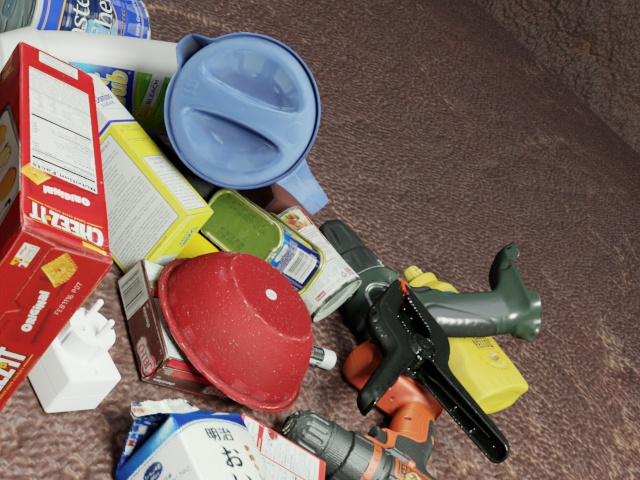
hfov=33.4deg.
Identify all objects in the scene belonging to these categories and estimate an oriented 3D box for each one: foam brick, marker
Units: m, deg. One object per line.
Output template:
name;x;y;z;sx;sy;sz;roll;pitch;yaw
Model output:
foam brick;-0.050;-0.042;1.167;0.051;0.053;0.078;26;31;-31
marker;-0.036;0.098;1.006;0.120;0.020;0.020;23;32;-35

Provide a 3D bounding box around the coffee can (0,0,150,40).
coffee can;-0.259;-0.220;1.084;0.140;0.103;0.103;10;41;-49

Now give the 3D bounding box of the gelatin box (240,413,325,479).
gelatin box;-0.040;0.189;0.847;0.089;0.030;0.073;34;28;-17

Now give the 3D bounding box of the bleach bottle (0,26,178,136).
bleach bottle;-0.231;-0.153;1.040;0.250;0.103;0.068;-1;43;-40

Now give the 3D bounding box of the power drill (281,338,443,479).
power drill;0.051;0.172;0.976;0.184;0.057;0.187;37;28;-13

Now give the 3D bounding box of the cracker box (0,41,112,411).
cracker box;-0.217;-0.011;0.747;0.072;0.164;0.214;23;32;-32

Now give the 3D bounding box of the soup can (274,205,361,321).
soup can;-0.015;0.024;1.095;0.102;0.069;0.068;49;26;13

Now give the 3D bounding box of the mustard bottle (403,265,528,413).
mustard bottle;0.152;0.106;1.217;0.096;0.058;0.192;0;48;-47

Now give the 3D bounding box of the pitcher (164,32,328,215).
pitcher;-0.061;-0.101;1.015;0.145;0.149;0.243;4;0;0

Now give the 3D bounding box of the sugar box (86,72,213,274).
sugar box;-0.184;-0.057;0.949;0.176;0.093;0.048;50;26;15

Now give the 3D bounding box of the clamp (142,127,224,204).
clamp;-0.146;-0.063;1.053;0.171;0.039;0.120;41;-10;-38

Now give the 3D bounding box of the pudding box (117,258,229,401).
pudding box;-0.116;0.076;0.903;0.089;0.039;0.113;23;34;-41

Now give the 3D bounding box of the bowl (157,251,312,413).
bowl;-0.058;0.063;0.900;0.162;0.055;0.162;39;23;-21

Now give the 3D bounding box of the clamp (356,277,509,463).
clamp;0.098;0.117;1.012;0.164;0.036;0.210;28;28;-20

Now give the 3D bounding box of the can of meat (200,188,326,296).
can of meat;-0.057;0.001;1.016;0.102;0.057;0.083;37;1;33
